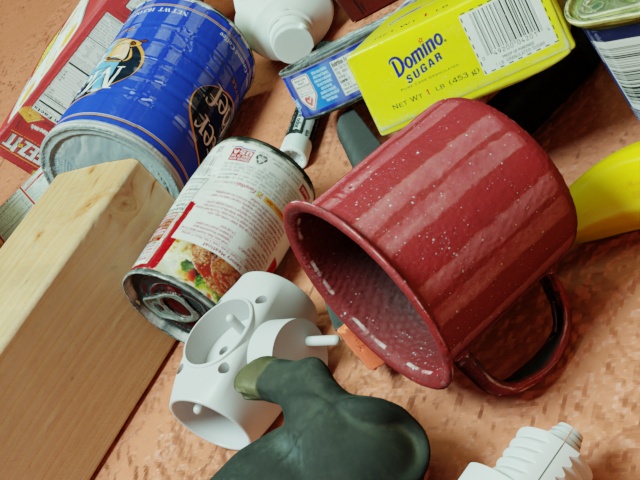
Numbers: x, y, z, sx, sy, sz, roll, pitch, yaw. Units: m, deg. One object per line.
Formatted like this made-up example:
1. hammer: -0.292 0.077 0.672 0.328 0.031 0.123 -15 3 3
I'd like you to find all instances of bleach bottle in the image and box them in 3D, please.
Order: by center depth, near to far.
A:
1. bleach bottle: -0.023 -0.215 0.839 0.103 0.068 0.251 -33 33 18

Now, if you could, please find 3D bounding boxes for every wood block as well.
1. wood block: -0.154 0.062 0.602 0.090 0.090 0.206 -5 46 46

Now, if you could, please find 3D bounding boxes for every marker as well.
1. marker: -0.005 -0.092 0.702 0.020 0.020 0.121 -20 37 32

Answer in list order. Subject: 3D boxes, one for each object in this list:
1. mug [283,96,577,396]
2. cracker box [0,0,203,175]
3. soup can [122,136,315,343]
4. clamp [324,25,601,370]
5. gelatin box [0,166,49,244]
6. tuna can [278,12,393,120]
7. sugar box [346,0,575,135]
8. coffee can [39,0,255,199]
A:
1. mug: 0.053 0.007 0.421 0.081 0.117 0.093 -40 -2 -17
2. cracker box: -0.177 -0.168 0.899 0.214 0.072 0.164 -41 25 34
3. soup can: -0.054 0.001 0.589 0.069 0.068 0.102 -5 46 46
4. clamp: 0.058 -0.027 0.528 0.165 0.036 0.209 -21 32 32
5. gelatin box: -0.222 -0.022 0.848 0.073 0.030 0.089 -47 31 -7
6. tuna can: 0.020 -0.107 0.650 0.086 0.034 0.086 -26 12 6
7. sugar box: 0.076 -0.109 0.533 0.093 0.048 0.176 -22 16 19
8. coffee can: -0.116 -0.087 0.739 0.103 0.102 0.140 -15 39 38
